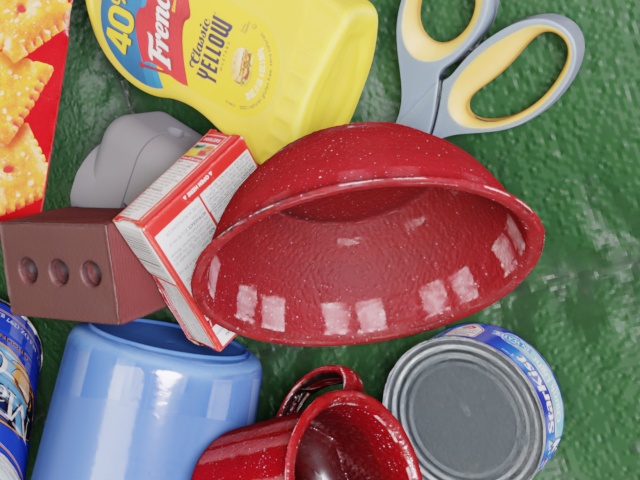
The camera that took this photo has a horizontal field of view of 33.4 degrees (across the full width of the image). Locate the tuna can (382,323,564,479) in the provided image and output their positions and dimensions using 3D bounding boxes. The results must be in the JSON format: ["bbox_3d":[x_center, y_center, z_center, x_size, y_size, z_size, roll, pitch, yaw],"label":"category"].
[{"bbox_3d":[0.076,0.085,0.530,0.086,0.033,0.086,7,104,31],"label":"tuna can"}]

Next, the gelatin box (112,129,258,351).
[{"bbox_3d":[-0.054,0.001,0.544,0.030,0.073,0.089,15,142,45],"label":"gelatin box"}]

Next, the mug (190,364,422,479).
[{"bbox_3d":[-0.008,0.115,0.522,0.082,0.093,0.117,-22,47,41],"label":"mug"}]

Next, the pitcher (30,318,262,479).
[{"bbox_3d":[-0.110,0.169,0.600,0.149,0.144,0.243,14,94,33],"label":"pitcher"}]

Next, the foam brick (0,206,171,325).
[{"bbox_3d":[-0.120,0.011,0.559,0.078,0.051,0.053,1,101,32],"label":"foam brick"}]

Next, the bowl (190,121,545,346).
[{"bbox_3d":[0.018,-0.007,0.496,0.162,0.161,0.055,-28,56,33],"label":"bowl"}]

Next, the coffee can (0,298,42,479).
[{"bbox_3d":[-0.224,0.109,0.640,0.102,0.140,0.103,-4,121,-7],"label":"coffee can"}]

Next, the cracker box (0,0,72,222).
[{"bbox_3d":[-0.192,-0.133,0.596,0.164,0.072,0.214,41,122,50],"label":"cracker box"}]

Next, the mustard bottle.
[{"bbox_3d":[-0.066,-0.117,0.561,0.192,0.058,0.096,33,121,23],"label":"mustard bottle"}]

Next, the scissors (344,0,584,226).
[{"bbox_3d":[0.034,-0.065,0.530,0.202,0.016,0.096,-29,95,34],"label":"scissors"}]
